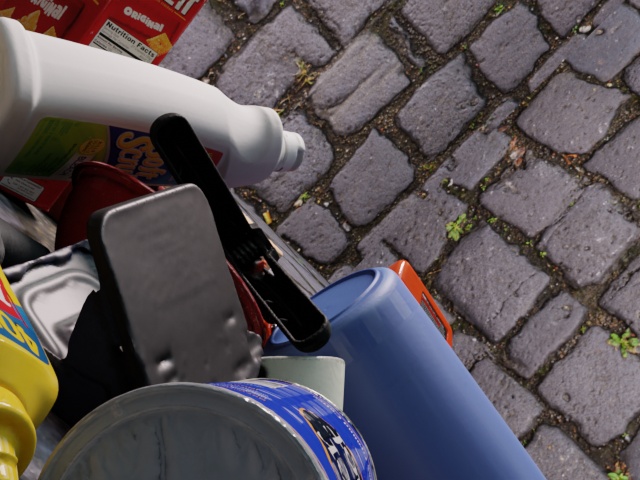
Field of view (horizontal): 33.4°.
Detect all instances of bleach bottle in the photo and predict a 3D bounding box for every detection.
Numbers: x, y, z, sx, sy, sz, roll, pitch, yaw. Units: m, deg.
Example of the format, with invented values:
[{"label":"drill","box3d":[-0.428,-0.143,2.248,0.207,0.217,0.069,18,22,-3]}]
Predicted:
[{"label":"bleach bottle","box3d":[-0.110,-0.076,0.707,0.250,0.103,0.068,4,60,-41]}]

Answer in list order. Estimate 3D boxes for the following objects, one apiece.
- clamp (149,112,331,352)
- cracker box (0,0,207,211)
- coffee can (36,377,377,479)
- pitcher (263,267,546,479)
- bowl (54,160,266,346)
[{"label":"clamp","box3d":[-0.055,0.001,0.700,0.164,0.036,0.210,56,-7,1]},{"label":"cracker box","box3d":[-0.199,-0.154,0.823,0.072,0.214,0.164,31,12,-43]},{"label":"coffee can","box3d":[-0.035,0.104,0.400,0.103,0.103,0.140,45,1,10]},{"label":"pitcher","box3d":[0.062,0.144,0.754,0.243,0.149,0.145,57,22,-10]},{"label":"bowl","box3d":[-0.111,0.029,0.657,0.162,0.055,0.162,35,-25,18]}]
